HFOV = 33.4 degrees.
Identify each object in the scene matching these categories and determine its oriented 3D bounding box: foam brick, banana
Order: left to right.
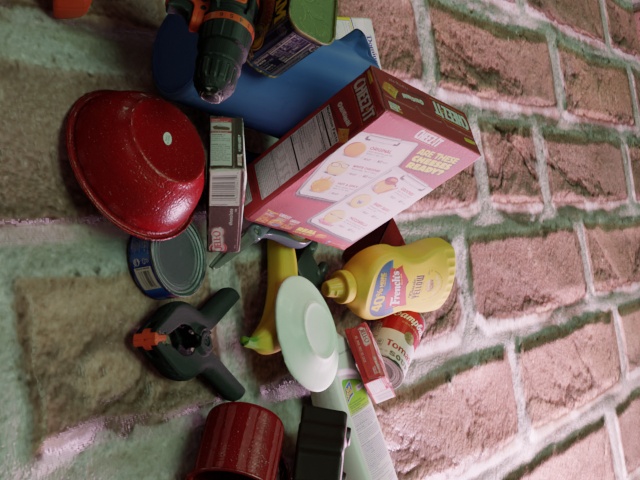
[{"bbox_3d":[-0.049,0.059,1.200,0.197,0.037,0.069,-81,158,-44],"label":"banana"},{"bbox_3d":[0.072,0.014,1.415,0.053,0.051,0.078,63,35,-28],"label":"foam brick"}]

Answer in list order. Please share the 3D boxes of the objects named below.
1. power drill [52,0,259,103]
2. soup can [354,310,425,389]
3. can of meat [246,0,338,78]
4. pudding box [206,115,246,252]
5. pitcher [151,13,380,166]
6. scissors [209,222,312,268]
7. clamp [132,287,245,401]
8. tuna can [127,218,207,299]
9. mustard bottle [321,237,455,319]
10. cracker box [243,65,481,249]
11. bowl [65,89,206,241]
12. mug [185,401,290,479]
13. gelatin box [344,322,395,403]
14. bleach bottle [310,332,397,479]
[{"bbox_3d":[-0.151,-0.224,1.007,0.187,0.057,0.184,15,59,-8],"label":"power drill"},{"bbox_3d":[0.091,0.137,1.395,0.068,0.069,0.102,61,36,-28],"label":"soup can"},{"bbox_3d":[-0.031,-0.221,1.051,0.057,0.084,0.102,24,56,-33],"label":"can of meat"},{"bbox_3d":[-0.099,-0.057,1.096,0.090,0.039,0.114,-97,-167,-48],"label":"pudding box"},{"bbox_3d":[-0.062,-0.168,1.159,0.242,0.145,0.149,11,67,-43],"label":"pitcher"},{"bbox_3d":[-0.058,0.001,1.179,0.096,0.016,0.201,42,34,-15],"label":"scissors"},{"bbox_3d":[-0.126,0.093,1.081,0.171,0.039,0.120,32,48,-59],"label":"clamp"},{"bbox_3d":[-0.152,0.016,1.063,0.086,0.034,0.086,24,61,-54],"label":"tuna can"},{"bbox_3d":[0.081,0.051,1.339,0.191,0.058,0.096,-6,120,-36],"label":"mustard bottle"},{"bbox_3d":[0.039,-0.083,1.164,0.163,0.214,0.072,18,47,-44],"label":"cracker box"},{"bbox_3d":[-0.162,-0.084,1.019,0.161,0.055,0.162,32,44,-37],"label":"bowl"},{"bbox_3d":[-0.073,0.221,1.075,0.117,0.093,0.081,37,45,-28],"label":"mug"},{"bbox_3d":[0.061,0.148,1.287,0.089,0.030,0.073,63,7,-63],"label":"gelatin box"},{"bbox_3d":[0.032,0.211,1.283,0.102,0.068,0.251,-19,94,-67],"label":"bleach bottle"}]
